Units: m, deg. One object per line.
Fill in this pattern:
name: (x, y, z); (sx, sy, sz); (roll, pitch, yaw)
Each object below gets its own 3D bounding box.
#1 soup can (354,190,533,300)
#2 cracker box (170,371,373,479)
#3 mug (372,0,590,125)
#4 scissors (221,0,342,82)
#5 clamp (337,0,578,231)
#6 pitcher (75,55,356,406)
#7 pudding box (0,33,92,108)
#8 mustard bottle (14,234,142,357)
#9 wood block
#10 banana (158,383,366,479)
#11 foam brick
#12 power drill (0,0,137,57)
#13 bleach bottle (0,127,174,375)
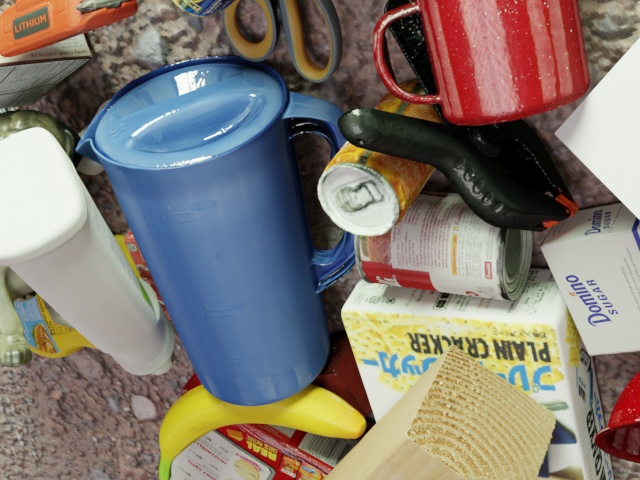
soup can: (0.083, 0.001, 0.708); (0.102, 0.068, 0.068); (7, 129, 27)
cracker box: (-0.051, 0.212, 0.966); (0.164, 0.072, 0.214); (26, 136, 11)
mug: (0.086, -0.108, 0.574); (0.117, 0.093, 0.081); (-15, 105, 0)
scissors: (-0.042, -0.191, 0.662); (0.096, 0.016, 0.201); (-1, 120, 37)
clamp: (0.082, -0.056, 0.630); (0.171, 0.120, 0.039); (42, 144, -12)
pitcher: (-0.055, 0.001, 0.759); (0.149, 0.144, 0.243); (30, 146, 42)
pudding box: (-0.235, -0.125, 0.766); (0.090, 0.113, 0.039); (-26, 86, 42)
mustard bottle: (-0.231, 0.056, 0.951); (0.192, 0.058, 0.096); (-11, 101, 38)
wood block: (0.064, 0.178, 0.753); (0.090, 0.090, 0.206); (34, 135, 0)
banana: (-0.058, 0.139, 0.846); (0.198, 0.037, 0.069); (-18, 104, 28)
foam brick: (0.007, 0.111, 0.858); (0.078, 0.053, 0.051); (-17, 115, 39)
power drill: (-0.201, -0.217, 0.682); (0.185, 0.057, 0.187); (-4, 110, 43)
bleach bottle: (-0.158, 0.034, 0.764); (0.103, 0.068, 0.250); (61, 177, 37)
